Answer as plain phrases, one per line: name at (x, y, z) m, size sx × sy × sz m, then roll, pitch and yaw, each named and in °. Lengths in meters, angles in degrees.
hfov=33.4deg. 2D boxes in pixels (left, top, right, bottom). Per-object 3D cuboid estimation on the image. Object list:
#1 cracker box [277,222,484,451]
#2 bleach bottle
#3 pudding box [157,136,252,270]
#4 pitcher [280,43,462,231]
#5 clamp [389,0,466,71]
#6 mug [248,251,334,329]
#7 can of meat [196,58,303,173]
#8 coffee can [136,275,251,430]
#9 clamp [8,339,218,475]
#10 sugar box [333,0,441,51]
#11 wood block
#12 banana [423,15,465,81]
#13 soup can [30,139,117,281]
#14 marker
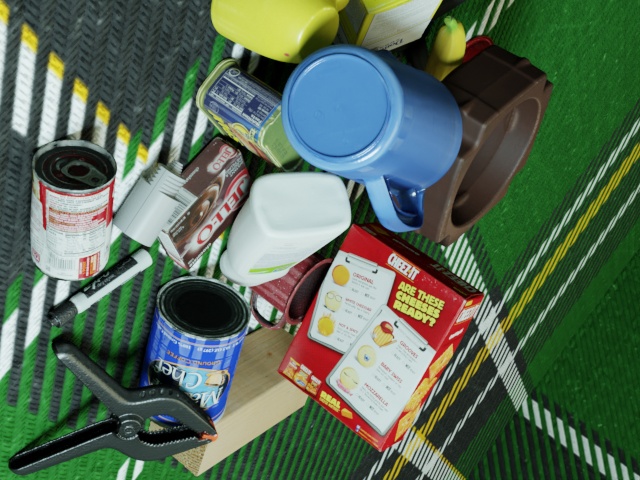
cracker box at (0.068, 0.110, 1.246) m, size 0.072 × 0.164 × 0.214 m, roll -9°, pitch 130°, yaw -60°
bleach bottle at (-0.057, 0.001, 1.118) m, size 0.102 × 0.068 × 0.251 m, roll -4°, pitch 165°, yaw -22°
pudding box at (-0.118, -0.036, 1.073) m, size 0.113 × 0.039 × 0.090 m, roll -47°, pitch 156°, yaw -15°
pitcher at (0.052, -0.102, 0.998) m, size 0.145 × 0.149 × 0.242 m, roll -56°, pitch 167°, yaw 10°
clamp at (0.116, -0.257, 1.213) m, size 0.120 × 0.039 × 0.171 m, roll -61°, pitch 158°, yaw 13°
mug at (-0.044, 0.050, 1.268) m, size 0.093 × 0.082 × 0.117 m, roll -2°, pitch 123°, yaw -61°
can of meat at (-0.059, -0.116, 1.023) m, size 0.057 × 0.084 × 0.102 m, roll -52°, pitch 156°, yaw -5°
coffee can at (-0.140, 0.124, 1.165) m, size 0.102 × 0.103 × 0.140 m, roll -27°, pitch 144°, yaw -46°
clamp at (-0.210, 0.192, 1.104) m, size 0.209 × 0.036 × 0.165 m, roll 20°, pitch 113°, yaw -30°
sugar box at (0.067, -0.228, 1.046) m, size 0.093 × 0.048 × 0.176 m, roll -23°, pitch 178°, yaw -8°
wood block at (-0.105, 0.193, 1.334) m, size 0.205 × 0.090 × 0.091 m, roll -27°, pitch 144°, yaw -47°
banana at (0.123, -0.174, 1.210) m, size 0.069 × 0.037 × 0.198 m, roll -24°, pitch 142°, yaw -45°
soup can at (-0.207, -0.024, 0.893) m, size 0.068 × 0.069 × 0.102 m, roll -32°, pitch 148°, yaw -41°
marker at (-0.214, 0.047, 1.033) m, size 0.120 × 0.020 × 0.020 m, roll -38°, pitch 151°, yaw -33°
